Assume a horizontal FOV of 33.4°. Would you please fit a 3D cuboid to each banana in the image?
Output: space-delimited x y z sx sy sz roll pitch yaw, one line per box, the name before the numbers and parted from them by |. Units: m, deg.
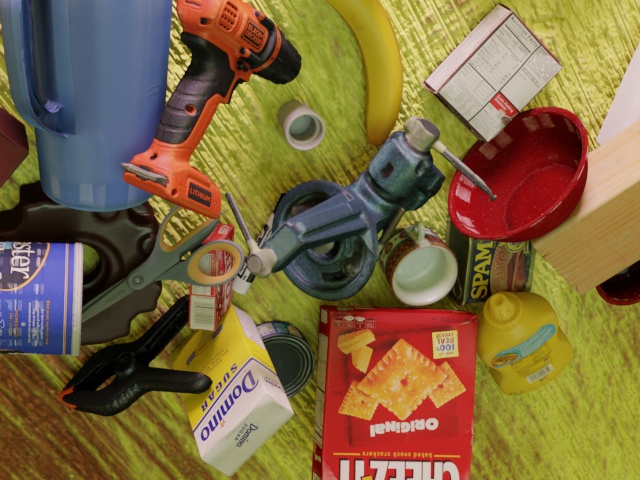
banana | 0.042 -0.184 1.030 0.070 0.037 0.197 -21 120 14

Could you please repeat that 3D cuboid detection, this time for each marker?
marker | -0.057 0.001 1.100 0.020 0.020 0.121 22 108 -25

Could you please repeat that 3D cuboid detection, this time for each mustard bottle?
mustard bottle | 0.216 0.105 1.172 0.096 0.058 0.191 -31 145 6

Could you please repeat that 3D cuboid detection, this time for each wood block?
wood block | 0.317 -0.048 1.079 0.206 0.090 0.090 -35 119 23

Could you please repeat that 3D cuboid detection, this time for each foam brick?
foam brick | -0.297 -0.087 0.949 0.053 0.078 0.051 39 98 -29

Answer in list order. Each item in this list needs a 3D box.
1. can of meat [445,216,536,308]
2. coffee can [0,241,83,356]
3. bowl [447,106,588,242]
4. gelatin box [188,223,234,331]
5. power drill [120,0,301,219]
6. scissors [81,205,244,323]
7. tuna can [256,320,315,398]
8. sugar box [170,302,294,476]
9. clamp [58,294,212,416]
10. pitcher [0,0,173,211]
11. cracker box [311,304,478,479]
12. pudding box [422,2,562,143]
can of meat | 0.184 0.018 1.160 0.083 0.057 0.102 -7 118 -17
coffee can | -0.284 0.051 0.948 0.140 0.103 0.103 2 115 -13
bowl | 0.209 -0.055 1.072 0.162 0.162 0.055 -45 124 8
gelatin box | -0.107 0.035 1.065 0.030 0.073 0.089 7 112 7
power drill | -0.091 -0.117 0.944 0.184 0.057 0.187 23 87 -62
scissors | -0.153 0.044 1.015 0.096 0.016 0.202 40 103 -9
tuna can | -0.051 0.131 1.158 0.086 0.034 0.086 -7 117 -14
sugar box | -0.093 0.143 1.069 0.093 0.176 0.048 -45 120 8
clamp | -0.186 0.122 1.090 0.172 0.120 0.039 -17 131 15
pitcher | -0.197 -0.148 0.915 0.149 0.145 0.243 -5 120 -18
cracker box | 0.078 0.179 1.143 0.164 0.072 0.214 3 90 -8
pudding box | 0.174 -0.167 1.075 0.113 0.039 0.090 -47 119 7
